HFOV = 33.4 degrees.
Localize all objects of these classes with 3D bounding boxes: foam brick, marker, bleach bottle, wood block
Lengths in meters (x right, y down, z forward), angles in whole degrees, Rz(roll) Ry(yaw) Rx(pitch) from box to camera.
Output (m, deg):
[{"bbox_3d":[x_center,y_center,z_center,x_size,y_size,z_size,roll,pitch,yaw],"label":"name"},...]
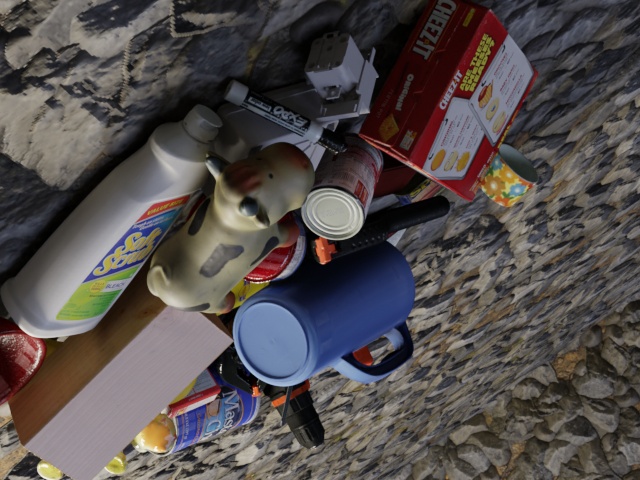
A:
[{"bbox_3d":[0.064,-0.084,1.198,0.078,0.053,0.051,-14,149,-42],"label":"foam brick"},{"bbox_3d":[-0.029,-0.108,0.948,0.121,0.020,0.020,25,126,-18],"label":"marker"},{"bbox_3d":[-0.177,-0.020,0.950,0.251,0.068,0.102,-48,158,22],"label":"bleach bottle"},{"bbox_3d":[-0.200,0.127,1.056,0.206,0.090,0.090,-45,125,1],"label":"wood block"}]

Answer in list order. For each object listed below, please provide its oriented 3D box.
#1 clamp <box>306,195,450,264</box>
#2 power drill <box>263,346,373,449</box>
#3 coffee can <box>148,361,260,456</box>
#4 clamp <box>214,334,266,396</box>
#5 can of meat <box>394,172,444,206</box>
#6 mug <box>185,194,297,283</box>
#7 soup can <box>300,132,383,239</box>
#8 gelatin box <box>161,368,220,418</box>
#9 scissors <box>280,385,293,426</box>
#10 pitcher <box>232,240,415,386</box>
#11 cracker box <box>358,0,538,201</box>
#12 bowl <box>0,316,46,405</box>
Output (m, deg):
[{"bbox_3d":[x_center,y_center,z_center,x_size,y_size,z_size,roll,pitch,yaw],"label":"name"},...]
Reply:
[{"bbox_3d":[0.051,-0.013,1.186,0.165,0.036,0.209,-13,-174,18],"label":"clamp"},{"bbox_3d":[-0.007,0.177,1.476,0.057,0.184,0.187,-30,176,38],"label":"power drill"},{"bbox_3d":[-0.163,0.209,1.386,0.140,0.103,0.103,-15,150,-43],"label":"coffee can"},{"bbox_3d":[-0.088,0.125,1.315,0.120,0.039,0.171,-18,136,7],"label":"clamp"},{"bbox_3d":[0.123,-0.088,1.276,0.102,0.057,0.084,-38,161,4],"label":"can of meat"},{"bbox_3d":[-0.080,-0.017,1.084,0.081,0.093,0.117,13,97,-57],"label":"mug"},{"bbox_3d":[0.023,-0.057,1.103,0.069,0.068,0.102,-55,-171,39],"label":"soup can"},{"bbox_3d":[-0.175,0.164,1.292,0.073,0.089,0.030,-18,153,-39],"label":"gelatin box"},{"bbox_3d":[-0.028,0.131,1.372,0.096,0.016,0.201,84,19,-66],"label":"scissors"},{"bbox_3d":[0.011,0.089,1.236,0.242,0.149,0.145,-26,123,-58],"label":"pitcher"},{"bbox_3d":[0.137,-0.144,1.102,0.164,0.072,0.213,-63,154,4],"label":"cracker box"},{"bbox_3d":[-0.339,0.115,0.987,0.162,0.055,0.162,-31,158,-14],"label":"bowl"}]
